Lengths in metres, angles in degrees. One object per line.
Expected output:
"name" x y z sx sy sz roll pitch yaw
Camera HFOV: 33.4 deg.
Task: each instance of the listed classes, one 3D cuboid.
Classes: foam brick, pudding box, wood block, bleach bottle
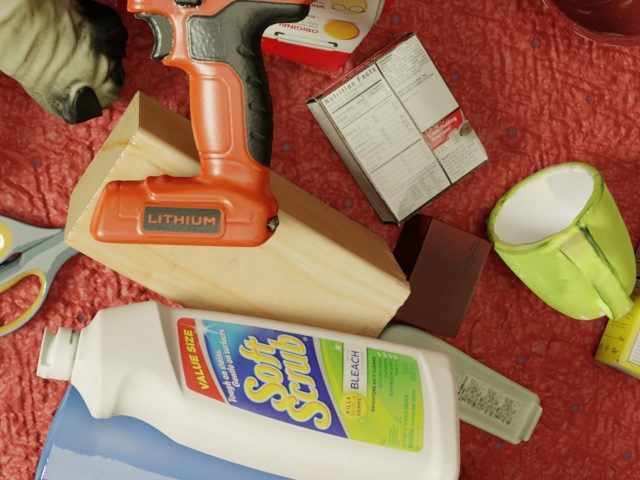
"foam brick" 0.082 0.025 0.782 0.053 0.051 0.078 22 89 -16
"pudding box" 0.057 -0.080 0.774 0.090 0.039 0.113 -35 100 -8
"wood block" -0.054 0.000 0.707 0.206 0.091 0.090 31 105 -20
"bleach bottle" -0.044 0.095 0.645 0.250 0.068 0.102 11 54 -13

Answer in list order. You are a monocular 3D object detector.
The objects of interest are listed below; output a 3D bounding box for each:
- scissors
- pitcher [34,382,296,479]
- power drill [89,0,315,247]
"scissors" -0.180 -0.015 0.733 0.201 0.016 0.096 -42 103 -7
"pitcher" -0.066 0.177 0.703 0.242 0.149 0.145 18 46 -7
"power drill" -0.087 -0.092 0.588 0.184 0.057 0.188 3 101 -3
